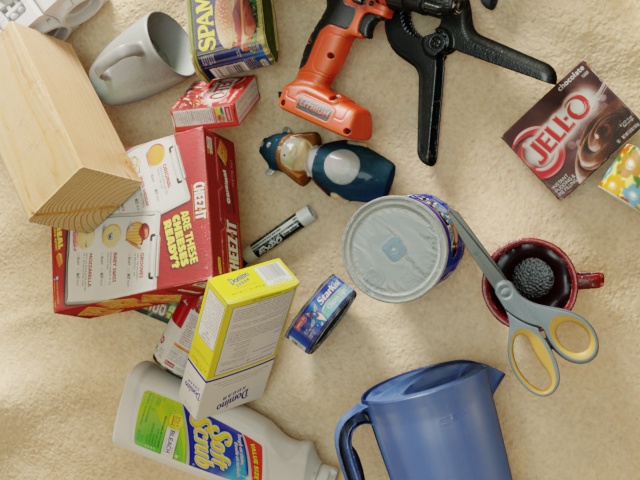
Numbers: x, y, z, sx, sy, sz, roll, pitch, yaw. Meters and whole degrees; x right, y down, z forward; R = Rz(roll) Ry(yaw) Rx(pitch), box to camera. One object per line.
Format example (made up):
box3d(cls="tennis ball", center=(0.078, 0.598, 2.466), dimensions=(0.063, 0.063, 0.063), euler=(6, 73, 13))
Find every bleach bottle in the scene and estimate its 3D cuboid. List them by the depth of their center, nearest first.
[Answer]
box3d(cls="bleach bottle", center=(-0.099, 0.219, 1.181), dimensions=(0.251, 0.068, 0.102), euler=(17, 99, 11))

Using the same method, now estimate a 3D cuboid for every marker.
box3d(cls="marker", center=(-0.058, 0.001, 1.176), dimensions=(0.121, 0.020, 0.020), euler=(-34, 85, 14))

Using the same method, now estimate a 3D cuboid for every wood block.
box3d(cls="wood block", center=(-0.285, -0.119, 1.128), dimensions=(0.090, 0.090, 0.206), euler=(-40, 63, 21))

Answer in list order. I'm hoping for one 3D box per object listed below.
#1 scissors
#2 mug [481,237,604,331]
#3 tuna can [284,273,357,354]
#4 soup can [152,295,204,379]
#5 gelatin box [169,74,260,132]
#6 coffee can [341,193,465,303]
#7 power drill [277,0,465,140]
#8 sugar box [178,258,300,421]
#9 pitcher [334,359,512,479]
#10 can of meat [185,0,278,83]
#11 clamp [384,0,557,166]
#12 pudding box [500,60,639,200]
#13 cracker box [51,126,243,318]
box3d(cls="scissors", center=(0.199, 0.050, 1.026), dimensions=(0.096, 0.016, 0.202), euler=(-19, 89, 14))
box3d(cls="mug", center=(0.224, 0.040, 1.071), dimensions=(0.117, 0.081, 0.093), euler=(-5, 92, 16))
box3d(cls="tuna can", center=(0.001, 0.079, 1.132), dimensions=(0.034, 0.086, 0.086), euler=(37, 102, 8))
box3d(cls="soup can", center=(-0.134, 0.097, 1.179), dimensions=(0.068, 0.068, 0.102), euler=(30, 101, 11))
box3d(cls="gelatin box", center=(-0.112, -0.148, 1.145), dimensions=(0.073, 0.089, 0.030), euler=(-3, 118, 16))
box3d(cls="coffee can", center=(0.087, 0.004, 1.075), dimensions=(0.103, 0.140, 0.103), euler=(1, 94, 15))
box3d(cls="power drill", center=(0.044, -0.201, 1.093), dimensions=(0.185, 0.057, 0.188), euler=(27, 104, 31))
box3d(cls="sugar box", center=(-0.088, 0.105, 1.116), dimensions=(0.048, 0.093, 0.176), euler=(49, 136, 30))
box3d(cls="pitcher", center=(0.126, 0.253, 1.088), dimensions=(0.149, 0.144, 0.243), euler=(-14, 93, 36))
box3d(cls="can of meat", center=(-0.094, -0.228, 1.142), dimensions=(0.084, 0.057, 0.102), euler=(-11, 71, 13))
box3d(cls="clamp", center=(0.120, -0.193, 1.103), dimensions=(0.165, 0.036, 0.210), euler=(-41, 77, 23))
box3d(cls="pudding box", center=(0.253, -0.110, 1.075), dimensions=(0.113, 0.039, 0.090), euler=(-44, 81, 13))
box3d(cls="cracker box", center=(-0.190, -0.014, 1.150), dimensions=(0.214, 0.072, 0.164), euler=(-13, 75, 27))
